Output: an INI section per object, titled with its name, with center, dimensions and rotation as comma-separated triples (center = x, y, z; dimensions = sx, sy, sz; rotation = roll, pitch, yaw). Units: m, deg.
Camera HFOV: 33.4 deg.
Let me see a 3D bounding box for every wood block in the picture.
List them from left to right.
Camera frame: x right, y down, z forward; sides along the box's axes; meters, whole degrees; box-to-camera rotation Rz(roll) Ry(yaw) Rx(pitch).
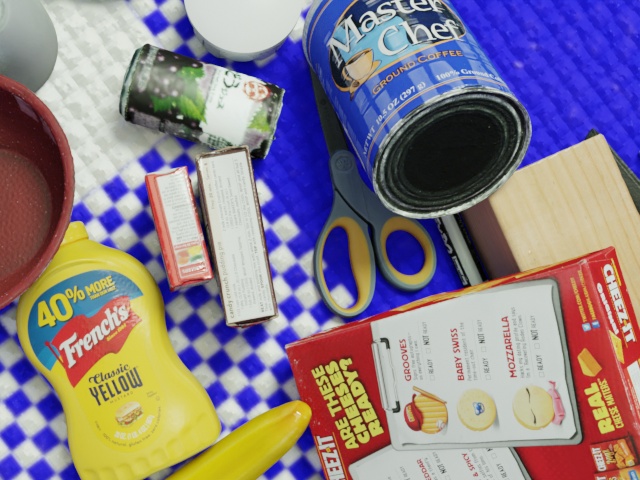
[wood block]
center = 0.180, 0.044, 0.724
dimensions = 0.090, 0.091, 0.206
rotation = -24, 88, -7

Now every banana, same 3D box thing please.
[banana]
center = -0.087, 0.169, 0.698
dimensions = 0.197, 0.070, 0.037
rotation = -35, 89, -8

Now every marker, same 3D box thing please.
[marker]
center = 0.092, -0.010, 0.755
dimensions = 0.020, 0.020, 0.121
rotation = -23, 88, -7

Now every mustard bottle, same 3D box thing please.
[mustard bottle]
center = -0.145, 0.063, 0.706
dimensions = 0.096, 0.058, 0.191
rotation = -25, 88, -2

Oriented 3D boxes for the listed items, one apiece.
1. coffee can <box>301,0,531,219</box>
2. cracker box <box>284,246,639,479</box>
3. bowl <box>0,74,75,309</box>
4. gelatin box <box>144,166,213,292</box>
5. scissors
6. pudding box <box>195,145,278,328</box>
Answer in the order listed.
[coffee can]
center = 0.057, -0.098, 0.679
dimensions = 0.102, 0.103, 0.140
rotation = -18, 50, -7
[cracker box]
center = 0.101, 0.112, 0.668
dimensions = 0.214, 0.072, 0.164
rotation = -19, 86, 32
[bowl]
center = -0.221, -0.022, 0.669
dimensions = 0.162, 0.055, 0.162
rotation = -2, 77, 10
[gelatin box]
center = -0.092, -0.005, 0.701
dimensions = 0.030, 0.089, 0.073
rotation = -13, 87, -8
[scissors]
center = 0.035, -0.046, 0.754
dimensions = 0.096, 0.016, 0.202
rotation = 2, 85, -7
[pudding box]
center = -0.055, 0.001, 0.704
dimensions = 0.039, 0.090, 0.113
rotation = -12, 86, -6
